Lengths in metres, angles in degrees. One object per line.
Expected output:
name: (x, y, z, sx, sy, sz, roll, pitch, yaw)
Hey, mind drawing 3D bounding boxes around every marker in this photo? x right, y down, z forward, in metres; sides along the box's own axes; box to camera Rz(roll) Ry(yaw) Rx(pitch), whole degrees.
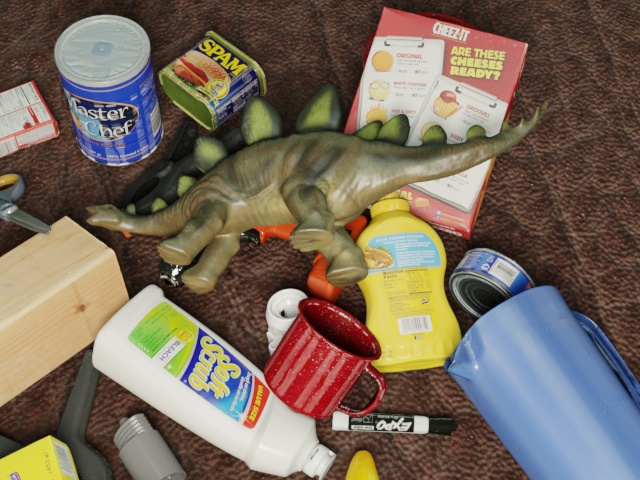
marker: (0.072, 0.178, 1.038, 0.121, 0.020, 0.020, 3, 55, 1)

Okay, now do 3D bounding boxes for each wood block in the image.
wood block: (-0.297, 0.079, 1.039, 0.205, 0.091, 0.090, -36, 48, -28)

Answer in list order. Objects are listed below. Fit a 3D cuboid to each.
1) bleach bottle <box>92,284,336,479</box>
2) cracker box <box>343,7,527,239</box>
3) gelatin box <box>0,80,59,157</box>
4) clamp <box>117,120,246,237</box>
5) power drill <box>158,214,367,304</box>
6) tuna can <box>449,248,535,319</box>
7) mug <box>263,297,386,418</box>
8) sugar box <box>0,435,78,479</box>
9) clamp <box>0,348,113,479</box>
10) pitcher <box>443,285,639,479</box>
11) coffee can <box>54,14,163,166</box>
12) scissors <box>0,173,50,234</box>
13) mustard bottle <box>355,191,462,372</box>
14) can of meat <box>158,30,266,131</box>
bleach bottle: (-0.093, 0.146, 1.031, 0.251, 0.068, 0.102, 31, 44, 13)
cracker box: (0.117, -0.127, 1.167, 0.164, 0.072, 0.213, 17, 85, 10)
gelatin box: (-0.360, -0.139, 1.245, 0.089, 0.030, 0.073, -24, 58, -16)
clamp: (-0.168, -0.075, 1.188, 0.171, 0.039, 0.120, -41, 27, -15)
power drill: (-0.057, 0.001, 1.134, 0.188, 0.057, 0.184, 22, 58, 14)
tuna can: (0.175, 0.050, 1.087, 0.086, 0.086, 0.033, 30, 62, 18)
mug: (0.008, 0.121, 1.016, 0.117, 0.082, 0.093, 36, 18, 9)
sugar box: (-0.294, 0.251, 0.935, 0.176, 0.048, 0.093, -26, 60, 2)
clamp: (-0.263, 0.210, 1.001, 0.164, 0.036, 0.210, -18, 54, -11)
pitcher: (0.239, 0.169, 0.988, 0.149, 0.145, 0.243, -35, 64, 4)
coffee can: (-0.234, -0.166, 1.198, 0.103, 0.140, 0.103, 0, 55, -1)
scissors: (-0.321, -0.041, 1.137, 0.202, 0.016, 0.096, 6, 36, 37)
mustard bottle: (0.082, 0.034, 1.084, 0.096, 0.058, 0.191, -6, 72, -7)
can of meat: (-0.129, -0.188, 1.266, 0.102, 0.057, 0.083, 39, 66, 23)
